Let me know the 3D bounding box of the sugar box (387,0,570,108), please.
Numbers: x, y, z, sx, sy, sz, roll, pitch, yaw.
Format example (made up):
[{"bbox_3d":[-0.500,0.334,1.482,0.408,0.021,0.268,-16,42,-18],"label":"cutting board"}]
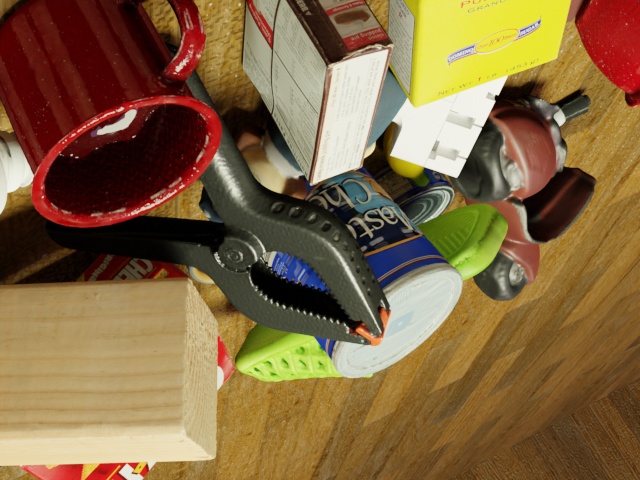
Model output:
[{"bbox_3d":[0.083,-0.146,0.528,0.093,0.048,0.176,-21,154,-9],"label":"sugar box"}]

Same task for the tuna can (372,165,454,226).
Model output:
[{"bbox_3d":[0.066,-0.031,0.876,0.086,0.034,0.086,-26,158,-11],"label":"tuna can"}]

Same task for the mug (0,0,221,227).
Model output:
[{"bbox_3d":[-0.098,-0.073,0.499,0.093,0.081,0.117,2,142,-50],"label":"mug"}]

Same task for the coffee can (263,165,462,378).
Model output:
[{"bbox_3d":[0.014,0.008,0.726,0.102,0.140,0.103,-29,151,-18],"label":"coffee can"}]

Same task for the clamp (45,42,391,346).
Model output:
[{"bbox_3d":[-0.054,0.001,0.623,0.165,0.210,0.036,-40,-163,39],"label":"clamp"}]

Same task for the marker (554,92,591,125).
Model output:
[{"bbox_3d":[0.176,-0.092,0.906,0.121,0.020,0.020,-29,159,-5],"label":"marker"}]

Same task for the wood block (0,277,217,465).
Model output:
[{"bbox_3d":[-0.169,0.081,0.623,0.206,0.090,0.091,-3,159,5],"label":"wood block"}]

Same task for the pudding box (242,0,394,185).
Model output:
[{"bbox_3d":[-0.005,-0.096,0.561,0.039,0.090,0.113,-24,157,-16],"label":"pudding box"}]
